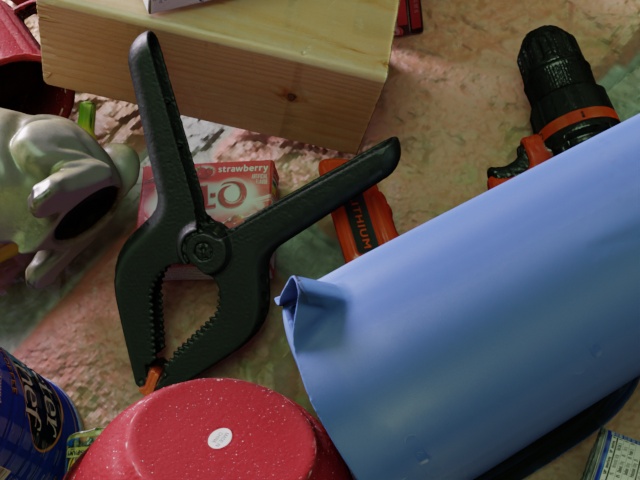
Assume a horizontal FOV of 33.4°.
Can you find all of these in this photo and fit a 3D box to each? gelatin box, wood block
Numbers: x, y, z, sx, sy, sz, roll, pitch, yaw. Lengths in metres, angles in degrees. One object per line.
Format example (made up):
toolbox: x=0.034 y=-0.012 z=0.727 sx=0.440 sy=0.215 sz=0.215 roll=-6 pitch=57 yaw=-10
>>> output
gelatin box: x=-0.073 y=-0.013 z=0.687 sx=0.089 sy=0.030 sz=0.073 roll=-1 pitch=67 yaw=9
wood block: x=-0.062 y=-0.133 z=0.669 sx=0.206 sy=0.091 sz=0.090 roll=13 pitch=61 yaw=-4

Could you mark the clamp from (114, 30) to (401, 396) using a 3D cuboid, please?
clamp: x=-0.054 y=0.001 z=0.624 sx=0.164 sy=0.036 sz=0.210 roll=17 pitch=104 yaw=5

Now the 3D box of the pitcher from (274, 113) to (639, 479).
pitcher: x=0.112 y=0.037 z=0.546 sx=0.243 sy=0.149 sz=0.145 roll=-30 pitch=77 yaw=5

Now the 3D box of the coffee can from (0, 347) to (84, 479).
coffee can: x=-0.205 y=0.104 z=0.598 sx=0.103 sy=0.140 sz=0.103 roll=-4 pitch=66 yaw=8

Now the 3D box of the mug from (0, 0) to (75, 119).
mug: x=-0.217 y=-0.120 z=0.724 sx=0.117 sy=0.093 sz=0.081 roll=-40 pitch=61 yaw=4

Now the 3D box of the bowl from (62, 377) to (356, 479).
bowl: x=-0.050 y=0.118 z=0.525 sx=0.162 sy=0.055 sz=0.162 roll=6 pitch=33 yaw=-4

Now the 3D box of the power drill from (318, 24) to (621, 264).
power drill: x=0.097 y=-0.036 z=0.653 sx=0.187 sy=0.057 sz=0.184 roll=-16 pitch=65 yaw=2
